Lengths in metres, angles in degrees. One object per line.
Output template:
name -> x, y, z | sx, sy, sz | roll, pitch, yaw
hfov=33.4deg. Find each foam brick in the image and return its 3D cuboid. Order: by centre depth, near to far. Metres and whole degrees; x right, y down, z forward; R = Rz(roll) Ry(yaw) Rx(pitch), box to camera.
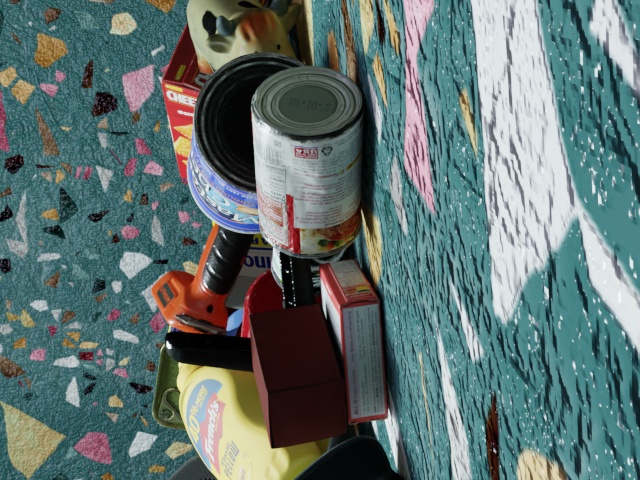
foam brick -> -0.015, 0.087, 0.699 | 0.078, 0.051, 0.053 | -108, 13, -51

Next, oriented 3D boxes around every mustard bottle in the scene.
mustard bottle -> -0.068, 0.155, 0.879 | 0.192, 0.058, 0.096 | 45, 130, 44

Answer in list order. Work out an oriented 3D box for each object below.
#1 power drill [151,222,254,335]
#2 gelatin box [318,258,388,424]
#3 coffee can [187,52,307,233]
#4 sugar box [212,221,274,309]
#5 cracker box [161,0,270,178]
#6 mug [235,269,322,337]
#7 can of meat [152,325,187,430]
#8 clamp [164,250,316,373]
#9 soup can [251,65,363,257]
power drill -> -0.090, -0.017, 0.966 | 0.188, 0.057, 0.185 | -66, 24, 9
gelatin box -> 0.023, 0.067, 0.713 | 0.073, 0.030, 0.089 | -116, 19, -68
coffee can -> -0.046, -0.068, 0.796 | 0.140, 0.102, 0.103 | 129, 133, -77
sugar box -> -0.057, 0.001, 1.062 | 0.048, 0.093, 0.176 | -62, 27, 30
cracker box -> -0.106, -0.176, 1.169 | 0.214, 0.072, 0.164 | 97, -169, -67
mug -> -0.021, 0.064, 0.912 | 0.081, 0.093, 0.117 | 101, -164, -58
can of meat -> -0.131, 0.124, 1.066 | 0.084, 0.057, 0.102 | -93, 13, -66
clamp -> -0.030, 0.082, 0.767 | 0.171, 0.120, 0.039 | 57, -178, -35
soup can -> -0.007, -0.048, 0.661 | 0.102, 0.068, 0.068 | 89, 171, -46
